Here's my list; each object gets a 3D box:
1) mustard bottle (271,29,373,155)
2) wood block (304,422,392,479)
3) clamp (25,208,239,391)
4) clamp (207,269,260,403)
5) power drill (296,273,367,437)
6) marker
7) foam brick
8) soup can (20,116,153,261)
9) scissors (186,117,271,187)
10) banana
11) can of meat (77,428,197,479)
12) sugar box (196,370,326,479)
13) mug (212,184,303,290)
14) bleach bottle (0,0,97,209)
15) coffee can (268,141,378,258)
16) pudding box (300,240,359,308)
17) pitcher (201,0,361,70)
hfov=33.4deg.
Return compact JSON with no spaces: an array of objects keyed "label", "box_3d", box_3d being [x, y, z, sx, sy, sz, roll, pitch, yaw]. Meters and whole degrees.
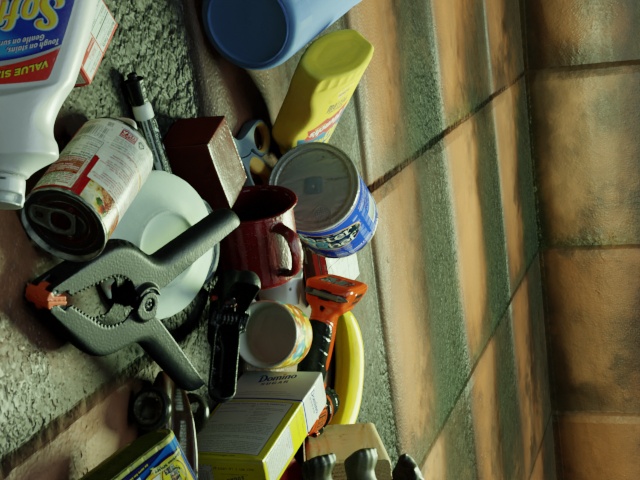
[{"label":"mustard bottle","box_3d":[-0.008,-0.148,1.203,0.096,0.058,0.192,-39,167,-35]},{"label":"wood block","box_3d":[0.029,0.271,1.206,0.206,0.090,0.091,-162,-111,-88]},{"label":"clamp","box_3d":[-0.150,0.057,0.874,0.209,0.036,0.164,-5,106,-53]},{"label":"clamp","box_3d":[-0.088,0.082,1.000,0.171,0.039,0.120,-167,-85,-82]},{"label":"power drill","box_3d":[0.003,0.135,1.241,0.184,0.057,0.188,-4,108,-77]},{"label":"marker","box_3d":[-0.153,-0.094,0.961,0.020,0.020,0.121,-60,142,-55]},{"label":"foam brick","box_3d":[-0.112,-0.074,1.022,0.051,0.053,0.078,-69,150,-46]},{"label":"soup can","box_3d":[-0.177,-0.042,0.823,0.102,0.069,0.068,-68,149,-48]},{"label":"scissors","box_3d":[-0.091,-0.113,1.133,0.201,0.016,0.096,53,38,-57]},{"label":"banana","box_3d":[0.029,0.177,1.401,0.069,0.037,0.198,11,76,-51]},{"label":"can of meat","box_3d":[-0.142,0.211,0.852,0.101,0.058,0.084,-35,105,-41]},{"label":"sugar box","box_3d":[-0.064,0.188,1.063,0.176,0.093,0.048,-44,129,-63]},{"label":"mug","box_3d":[-0.057,0.001,1.081,0.093,0.117,0.081,-26,122,-35]},{"label":"bleach bottle","box_3d":[-0.199,-0.145,0.737,0.068,0.102,0.251,157,-62,-68]},{"label":"coffee can","box_3d":[0.006,-0.044,1.231,0.140,0.103,0.103,49,43,-72]},{"label":"pudding box","box_3d":[0.012,0.024,1.363,0.113,0.039,0.090,-45,130,-60]},{"label":"pitcher","box_3d":[-0.029,-0.284,1.150,0.242,0.145,0.149,-56,131,-53]}]
